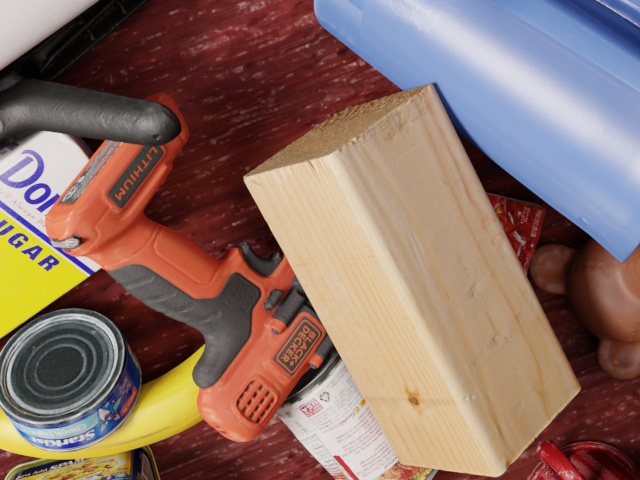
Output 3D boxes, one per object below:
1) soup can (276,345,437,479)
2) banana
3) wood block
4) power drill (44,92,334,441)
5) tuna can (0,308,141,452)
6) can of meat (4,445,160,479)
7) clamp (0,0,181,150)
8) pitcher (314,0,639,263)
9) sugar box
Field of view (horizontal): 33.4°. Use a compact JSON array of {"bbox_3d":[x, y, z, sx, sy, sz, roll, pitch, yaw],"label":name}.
[{"bbox_3d":[0.023,0.120,0.698,0.068,0.068,0.102,-41,101,-1],"label":"soup can"},{"bbox_3d":[-0.127,0.103,0.684,0.197,0.070,0.037,-21,141,-6],"label":"banana"},{"bbox_3d":[0.055,0.026,0.626,0.090,0.091,0.206,-37,107,-33],"label":"wood block"},{"bbox_3d":[-0.054,0.001,0.644,0.187,0.057,0.184,43,69,-21],"label":"power drill"},{"bbox_3d":[-0.156,0.084,0.657,0.086,0.086,0.034,-19,141,-5],"label":"tuna can"},{"bbox_3d":[-0.152,0.172,0.673,0.102,0.084,0.057,-15,100,-6],"label":"can of meat"},{"bbox_3d":[-0.175,-0.097,0.628,0.210,0.164,0.036,-12,137,12],"label":"clamp"},{"bbox_3d":[0.119,-0.112,0.606,0.243,0.144,0.149,37,120,11],"label":"pitcher"},{"bbox_3d":[-0.205,0.008,0.653,0.176,0.048,0.093,-35,115,1],"label":"sugar box"}]
